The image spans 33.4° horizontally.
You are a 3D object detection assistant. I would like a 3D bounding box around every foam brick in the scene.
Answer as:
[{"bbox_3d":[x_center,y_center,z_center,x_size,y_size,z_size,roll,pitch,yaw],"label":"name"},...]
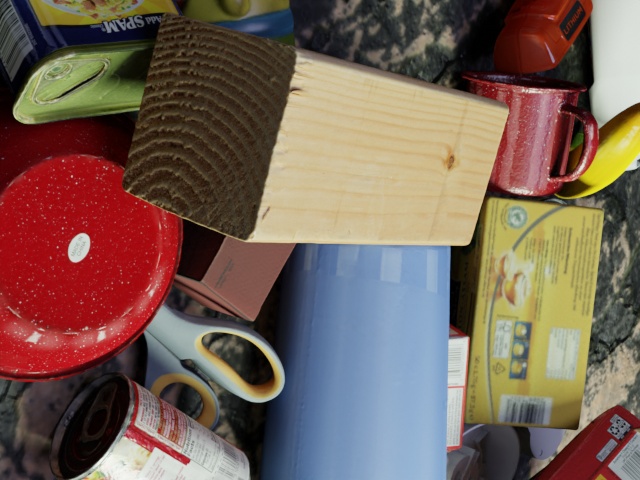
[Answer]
[{"bbox_3d":[-0.054,0.001,0.657,0.053,0.051,0.078,42,71,-40],"label":"foam brick"}]

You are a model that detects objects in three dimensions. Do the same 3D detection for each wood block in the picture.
[{"bbox_3d":[0.007,-0.052,0.570,0.205,0.090,0.091,2,106,-54],"label":"wood block"}]

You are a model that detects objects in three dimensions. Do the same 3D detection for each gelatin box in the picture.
[{"bbox_3d":[0.080,0.103,0.791,0.030,0.073,0.089,-2,103,-17],"label":"gelatin box"}]

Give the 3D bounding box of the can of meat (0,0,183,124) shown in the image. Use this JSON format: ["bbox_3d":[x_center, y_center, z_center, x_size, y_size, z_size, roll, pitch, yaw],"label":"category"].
[{"bbox_3d":[-0.121,-0.113,0.539,0.101,0.058,0.084,-15,71,-41],"label":"can of meat"}]

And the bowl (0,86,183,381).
[{"bbox_3d":[-0.136,-0.001,0.555,0.161,0.055,0.162,-4,98,-31],"label":"bowl"}]

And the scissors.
[{"bbox_3d":[-0.112,0.055,0.635,0.201,0.016,0.096,33,105,-24],"label":"scissors"}]

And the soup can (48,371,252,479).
[{"bbox_3d":[-0.097,0.130,0.626,0.102,0.069,0.068,40,72,-33],"label":"soup can"}]

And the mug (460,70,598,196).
[{"bbox_3d":[0.155,-0.078,0.794,0.093,0.117,0.081,-9,110,-43],"label":"mug"}]

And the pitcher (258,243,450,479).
[{"bbox_3d":[0.027,0.108,0.719,0.144,0.149,0.243,1,96,-28],"label":"pitcher"}]

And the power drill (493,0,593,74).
[{"bbox_3d":[0.136,-0.217,0.762,0.184,0.057,0.187,-51,133,-38],"label":"power drill"}]
